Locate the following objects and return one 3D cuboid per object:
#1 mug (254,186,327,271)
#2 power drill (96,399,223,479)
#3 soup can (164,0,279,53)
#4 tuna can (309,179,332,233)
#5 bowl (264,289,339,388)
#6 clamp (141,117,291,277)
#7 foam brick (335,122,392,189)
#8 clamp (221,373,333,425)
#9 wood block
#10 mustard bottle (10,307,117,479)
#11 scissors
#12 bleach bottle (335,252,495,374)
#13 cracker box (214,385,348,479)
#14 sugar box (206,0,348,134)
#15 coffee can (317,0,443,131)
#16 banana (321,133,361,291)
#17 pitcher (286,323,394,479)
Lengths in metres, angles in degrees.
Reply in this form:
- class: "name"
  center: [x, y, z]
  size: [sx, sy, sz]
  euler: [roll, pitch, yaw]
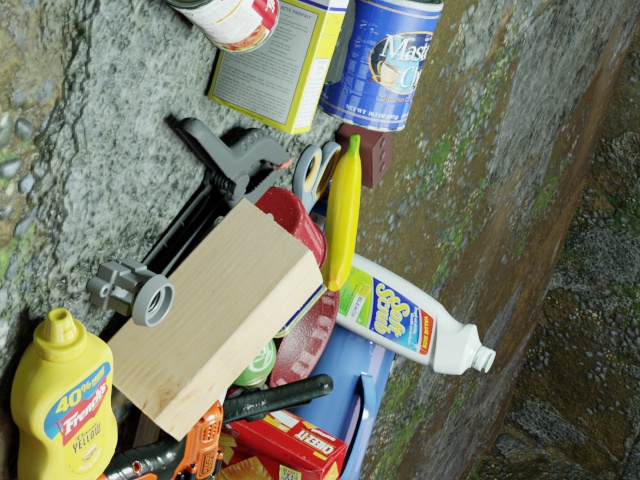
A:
- class: "mug"
  center: [-0.057, 0.001, 1.117]
  size: [0.117, 0.093, 0.081]
  euler: [-27, 150, 0]
- class: "power drill"
  center: [-0.181, 0.248, 1.048]
  size: [0.187, 0.057, 0.184]
  euler: [-22, 135, -41]
- class: "soup can"
  center: [-0.081, -0.194, 0.834]
  size: [0.068, 0.069, 0.102]
  euler: [-65, 160, -1]
- class: "tuna can"
  center: [0.013, -0.029, 1.318]
  size: [0.086, 0.034, 0.086]
  euler: [-51, 156, -34]
- class: "bowl"
  center: [-0.039, 0.114, 1.322]
  size: [0.162, 0.055, 0.162]
  euler: [-51, 156, -34]
- class: "clamp"
  center: [-0.095, -0.048, 1.015]
  size: [0.209, 0.036, 0.165]
  euler: [-22, 138, -62]
- class: "foam brick"
  center: [0.054, -0.113, 1.297]
  size: [0.053, 0.051, 0.078]
  euler: [-54, 157, -29]
- class: "clamp"
  center: [-0.072, 0.189, 1.229]
  size: [0.120, 0.171, 0.039]
  euler: [100, -22, -71]
- class: "wood block"
  center: [-0.102, 0.074, 0.994]
  size: [0.206, 0.091, 0.090]
  euler: [-48, 161, -11]
- class: "mustard bottle"
  center: [-0.214, 0.130, 0.891]
  size: [0.096, 0.058, 0.192]
  euler: [-39, 148, -41]
- class: "scissors"
  center: [-0.030, -0.028, 1.237]
  size: [0.202, 0.016, 0.096]
  euler: [-64, 159, -4]
- class: "bleach bottle"
  center: [0.112, 0.098, 1.397]
  size: [0.102, 0.251, 0.068]
  euler: [-66, 160, 2]
- class: "cracker box"
  center: [-0.070, 0.308, 1.309]
  size: [0.072, 0.164, 0.214]
  euler: [-33, 143, -53]
- class: "sugar box"
  center: [-0.031, -0.191, 0.928]
  size: [0.048, 0.093, 0.176]
  euler: [-18, 130, -65]
- class: "coffee can"
  center: [0.061, -0.200, 1.137]
  size: [0.102, 0.103, 0.140]
  euler: [-28, 139, -59]
- class: "banana"
  center: [0.022, -0.024, 1.231]
  size: [0.069, 0.037, 0.197]
  euler: [71, 23, -63]
- class: "pitcher"
  center: [0.031, 0.217, 1.502]
  size: [0.144, 0.149, 0.243]
  euler: [2, 108, -68]
